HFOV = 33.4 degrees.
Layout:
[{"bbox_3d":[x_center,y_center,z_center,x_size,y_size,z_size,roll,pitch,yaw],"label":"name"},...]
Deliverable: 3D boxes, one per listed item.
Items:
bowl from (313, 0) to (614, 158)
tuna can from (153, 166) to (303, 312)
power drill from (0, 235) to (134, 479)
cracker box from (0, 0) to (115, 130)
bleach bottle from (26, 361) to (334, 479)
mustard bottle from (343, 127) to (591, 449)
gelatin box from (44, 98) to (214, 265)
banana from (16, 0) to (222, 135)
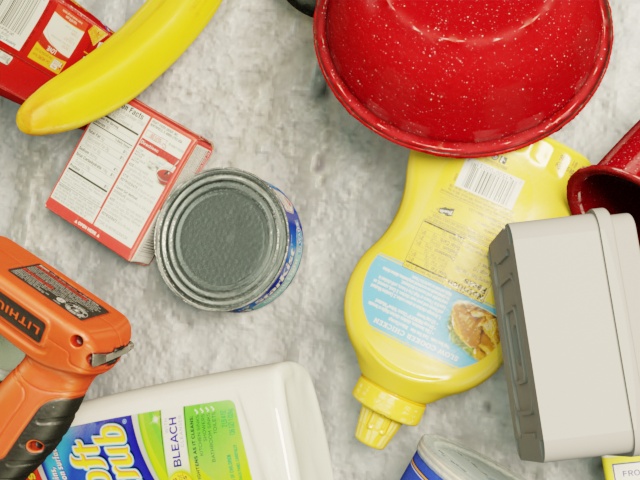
[{"bbox_3d":[0.075,-0.126,0.554,0.162,0.055,0.162,-1,67,3],"label":"bowl"},{"bbox_3d":[-0.054,0.001,0.641,0.086,0.033,0.086,-2,83,17],"label":"tuna can"},{"bbox_3d":[-0.203,0.094,0.594,0.184,0.057,0.188,31,103,8],"label":"power drill"},{"bbox_3d":[-0.240,-0.162,0.649,0.214,0.164,0.072,34,92,18],"label":"cracker box"},{"bbox_3d":[-0.121,0.143,0.632,0.251,0.068,0.102,-15,80,18],"label":"bleach bottle"},{"bbox_3d":[0.067,0.026,0.586,0.096,0.058,0.191,25,92,8],"label":"mustard bottle"},{"bbox_3d":[-0.119,-0.040,0.668,0.073,0.030,0.089,30,93,19],"label":"gelatin box"},{"bbox_3d":[-0.106,-0.129,0.643,0.037,0.069,0.197,31,76,25],"label":"banana"}]
